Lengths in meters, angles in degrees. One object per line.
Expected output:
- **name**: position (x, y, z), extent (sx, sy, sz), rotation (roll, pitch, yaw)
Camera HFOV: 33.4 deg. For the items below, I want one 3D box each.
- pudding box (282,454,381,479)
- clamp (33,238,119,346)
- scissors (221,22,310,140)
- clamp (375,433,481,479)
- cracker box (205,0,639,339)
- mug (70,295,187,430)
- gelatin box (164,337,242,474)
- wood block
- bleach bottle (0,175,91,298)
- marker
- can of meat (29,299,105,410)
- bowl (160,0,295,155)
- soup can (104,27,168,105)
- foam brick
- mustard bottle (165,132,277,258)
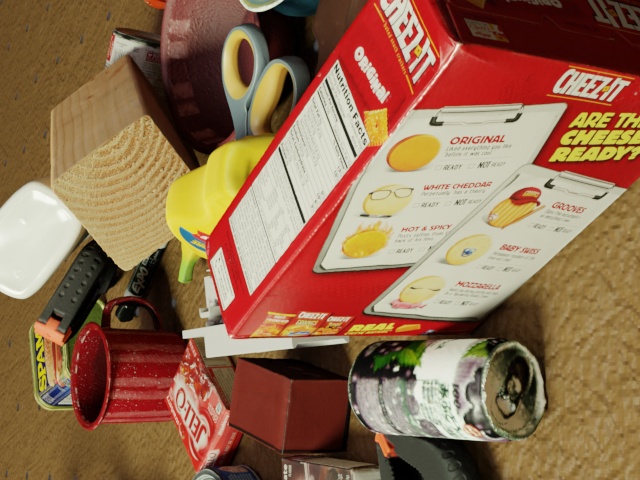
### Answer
- **pudding box**: position (0.011, 0.199, 0.689), extent (0.090, 0.039, 0.113), rotation (-10, 77, 57)
- **clamp**: position (-0.207, 0.032, 0.976), extent (0.165, 0.036, 0.209), rotation (-62, 3, 40)
- **scissors**: position (-0.062, -0.074, 0.773), extent (0.096, 0.016, 0.202), rotation (61, 142, 18)
- **clamp**: position (0.072, 0.177, 0.598), extent (0.120, 0.039, 0.172), rotation (-67, 30, 19)
- **cracker box**: position (0.060, -0.034, 0.528), extent (0.214, 0.163, 0.072), rotation (-52, 47, 41)
- **mug**: position (-0.166, 0.107, 0.941), extent (0.093, 0.081, 0.117), rotation (-20, 69, 55)
- **gelatin box**: position (-0.092, 0.134, 0.869), extent (0.089, 0.030, 0.073), rotation (57, 132, 45)
- **wood block**: position (-0.159, -0.070, 0.869), extent (0.090, 0.090, 0.206), rotation (-36, 26, 2)
- **bleach bottle**: position (-0.241, -0.020, 1.002), extent (0.102, 0.068, 0.251), rotation (-50, 5, 7)
- **marker**: position (-0.170, 0.034, 1.015), extent (0.121, 0.020, 0.020), rotation (-60, 40, 33)
- **can of meat**: position (-0.259, 0.116, 1.110), extent (0.084, 0.057, 0.102), rotation (-36, 57, 47)
- **bowl**: position (-0.067, -0.148, 0.832), extent (0.162, 0.055, 0.162), rotation (12, 104, 56)
- **soup can**: position (-0.171, -0.140, 0.994), extent (0.069, 0.068, 0.102), rotation (37, 116, 53)
- **foam brick**: position (-0.021, 0.113, 0.740), extent (0.078, 0.052, 0.051), rotation (11, 95, 57)
- **mustard bottle**: position (-0.050, -0.021, 0.706), extent (0.192, 0.096, 0.058), rotation (161, 115, -65)
